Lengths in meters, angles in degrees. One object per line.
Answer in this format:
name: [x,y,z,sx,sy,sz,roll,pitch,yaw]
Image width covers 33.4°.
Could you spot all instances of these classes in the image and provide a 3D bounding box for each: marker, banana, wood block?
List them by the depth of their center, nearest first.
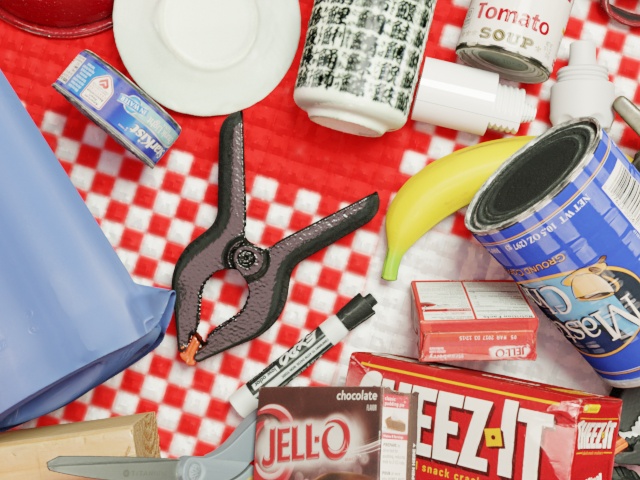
wood block: [-0.209,0.172,0.691,0.206,0.090,0.091,-7,87,0]
banana: [0.125,-0.036,0.727,0.198,0.037,0.069,-19,107,2]
marker: [-0.010,0.077,0.728,0.121,0.020,0.020,-39,86,-1]

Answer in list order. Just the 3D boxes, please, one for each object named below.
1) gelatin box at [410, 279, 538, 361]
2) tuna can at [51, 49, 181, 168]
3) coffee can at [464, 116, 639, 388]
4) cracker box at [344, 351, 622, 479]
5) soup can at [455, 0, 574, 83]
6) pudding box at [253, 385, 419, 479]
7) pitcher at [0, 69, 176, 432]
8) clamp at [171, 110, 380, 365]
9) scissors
gelatin box: [0.097,0.051,0.691,0.073,0.089,0.030,-1,105,1]
tuna can: [-0.134,-0.087,0.709,0.086,0.086,0.034,39,86,3]
coffee can: [0.174,0.008,0.668,0.103,0.103,0.140,-44,104,-2]
cracker box: [0.081,0.187,0.656,0.164,0.072,0.214,7,87,36]
soup can: [0.137,-0.165,0.717,0.068,0.068,0.102,18,87,2]
pudding box: [0.007,0.135,0.653,0.114,0.039,0.090,-8,75,43]
pitcher: [-0.221,-0.001,0.687,0.148,0.145,0.243,-24,80,-43]
clamp: [-0.055,0.001,0.724,0.120,0.039,0.171,39,88,5]
scissors: [-0.071,0.129,0.673,0.201,0.016,0.096,32,65,-35]
